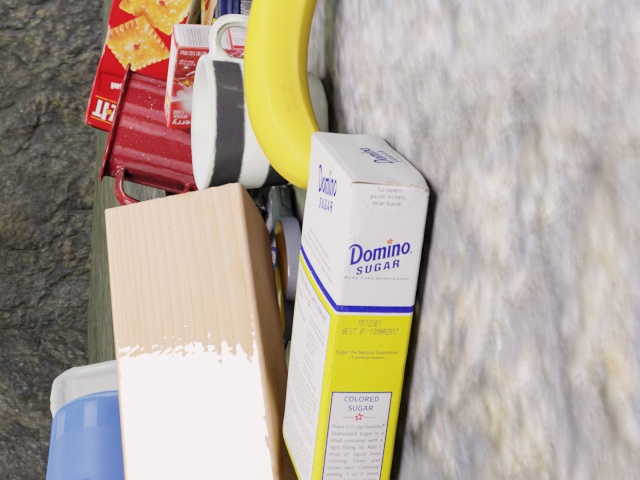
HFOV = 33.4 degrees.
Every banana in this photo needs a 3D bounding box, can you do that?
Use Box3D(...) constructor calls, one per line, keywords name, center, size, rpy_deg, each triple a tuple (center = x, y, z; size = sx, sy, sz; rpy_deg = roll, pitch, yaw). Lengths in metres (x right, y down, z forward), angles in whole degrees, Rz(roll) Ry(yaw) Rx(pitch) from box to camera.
Box3D(name="banana", center=(-0.012, -0.110, 0.623), size=(0.037, 0.069, 0.198), rpy_deg=(59, -154, -74))

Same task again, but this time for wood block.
Box3D(name="wood block", center=(-0.069, 0.081, 0.655), size=(0.090, 0.091, 0.206), rpy_deg=(66, -166, -67))

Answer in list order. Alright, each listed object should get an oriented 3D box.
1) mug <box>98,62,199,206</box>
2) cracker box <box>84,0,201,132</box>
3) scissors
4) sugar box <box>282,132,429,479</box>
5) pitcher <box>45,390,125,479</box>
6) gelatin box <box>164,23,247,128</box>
Box3D(name="mug", center=(-0.121, -0.070, 0.813), size=(0.093, 0.081, 0.117), rpy_deg=(121, 160, -56))
Box3D(name="cracker box", center=(-0.135, -0.215, 0.919), size=(0.164, 0.072, 0.214), rpy_deg=(-80, 11, -55))
Box3D(name="scissors", center=(-0.028, -0.007, 0.767), size=(0.202, 0.016, 0.096), rpy_deg=(-104, 15, -59))
Box3D(name="sugar box", center=(0.015, 0.041, 0.549), size=(0.093, 0.048, 0.176), rpy_deg=(-121, 37, -66))
Box3D(name="pitcher", center=(-0.156, 0.238, 0.796), size=(0.149, 0.144, 0.243), rpy_deg=(125, 145, -53))
Box3D(name="gelatin box", center=(-0.062, -0.114, 0.752), size=(0.073, 0.089, 0.030), rpy_deg=(106, 157, -46))
